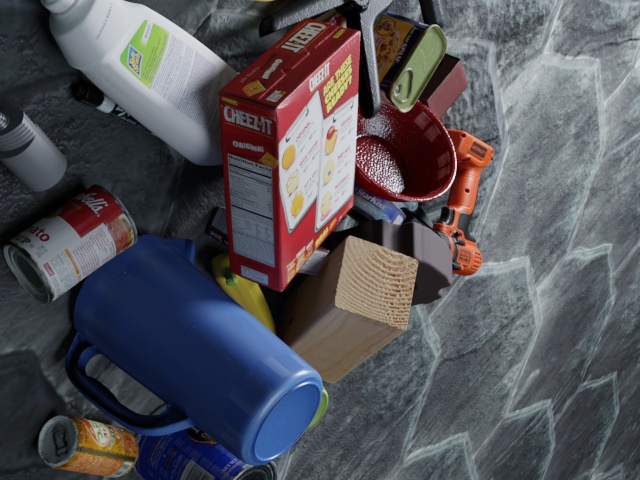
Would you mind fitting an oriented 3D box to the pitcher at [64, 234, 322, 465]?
[{"bbox_3d":[-0.124,0.116,1.037,0.144,0.243,0.149,-10,128,-52],"label":"pitcher"}]

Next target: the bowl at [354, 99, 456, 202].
[{"bbox_3d":[0.081,-0.104,1.276,0.161,0.162,0.055,-30,170,-39],"label":"bowl"}]

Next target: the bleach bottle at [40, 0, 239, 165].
[{"bbox_3d":[-0.155,-0.163,0.953,0.250,0.068,0.102,39,58,-51],"label":"bleach bottle"}]

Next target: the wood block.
[{"bbox_3d":[0.024,0.085,1.242,0.206,0.090,0.090,133,-27,-58],"label":"wood block"}]

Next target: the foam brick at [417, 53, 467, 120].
[{"bbox_3d":[0.140,-0.193,1.346,0.078,0.053,0.051,-51,146,-17],"label":"foam brick"}]

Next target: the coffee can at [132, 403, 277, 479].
[{"bbox_3d":[-0.134,0.261,1.223,0.102,0.140,0.103,-33,137,-37],"label":"coffee can"}]

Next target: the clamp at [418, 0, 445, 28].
[{"bbox_3d":[0.112,-0.316,1.191,0.171,0.039,0.120,31,54,-60],"label":"clamp"}]

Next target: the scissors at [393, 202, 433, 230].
[{"bbox_3d":[0.108,-0.040,1.448,0.096,0.016,0.201,-48,145,-18],"label":"scissors"}]

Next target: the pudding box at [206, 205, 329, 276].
[{"bbox_3d":[-0.058,0.001,1.184,0.113,0.090,0.039,9,106,-55],"label":"pudding box"}]

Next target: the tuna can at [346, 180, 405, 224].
[{"bbox_3d":[0.061,-0.038,1.321,0.033,0.086,0.086,-56,147,-6],"label":"tuna can"}]

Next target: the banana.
[{"bbox_3d":[-0.089,0.064,1.214,0.037,0.069,0.197,-16,150,6],"label":"banana"}]

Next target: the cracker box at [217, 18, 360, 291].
[{"bbox_3d":[-0.029,-0.084,1.044,0.164,0.072,0.214,-50,150,-43],"label":"cracker box"}]

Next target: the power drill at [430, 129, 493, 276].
[{"bbox_3d":[0.171,-0.051,1.442,0.184,0.057,0.187,18,82,-56],"label":"power drill"}]

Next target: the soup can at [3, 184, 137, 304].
[{"bbox_3d":[-0.228,0.003,0.975,0.102,0.069,0.068,-39,140,-30],"label":"soup can"}]

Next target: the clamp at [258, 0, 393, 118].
[{"bbox_3d":[0.037,-0.245,1.132,0.164,0.036,0.210,41,63,-29],"label":"clamp"}]

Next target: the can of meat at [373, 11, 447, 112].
[{"bbox_3d":[0.082,-0.209,1.226,0.102,0.084,0.057,-59,147,-4],"label":"can of meat"}]

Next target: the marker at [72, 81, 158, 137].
[{"bbox_3d":[-0.184,-0.121,0.988,0.121,0.020,0.020,22,96,-57],"label":"marker"}]
